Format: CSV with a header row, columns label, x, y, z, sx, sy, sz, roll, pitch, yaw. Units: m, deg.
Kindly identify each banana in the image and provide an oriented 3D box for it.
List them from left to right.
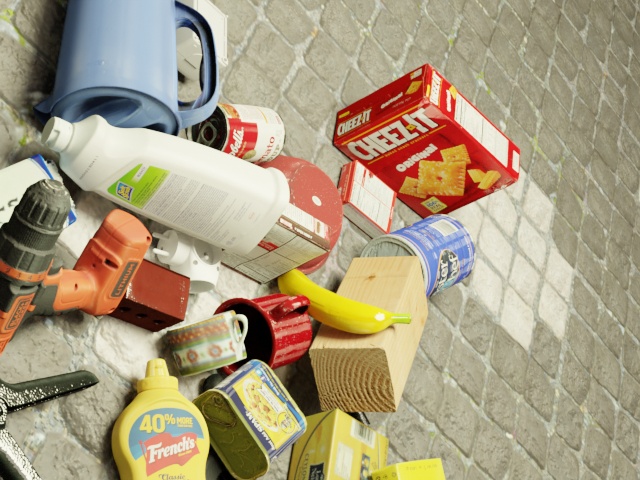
label,x,y,z,sx,sy,sz,roll,pitch,yaw
banana,0.007,0.071,1.219,0.069,0.198,0.037,2,105,-49

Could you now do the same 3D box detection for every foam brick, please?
label,x,y,z,sx,sy,sz,roll,pitch,yaw
foam brick,-0.181,0.055,1.098,0.078,0.053,0.051,26,54,-38

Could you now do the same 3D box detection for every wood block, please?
label,x,y,z,sx,sy,sz,roll,pitch,yaw
wood block,0.062,0.107,1.271,0.205,0.091,0.090,-61,144,-57

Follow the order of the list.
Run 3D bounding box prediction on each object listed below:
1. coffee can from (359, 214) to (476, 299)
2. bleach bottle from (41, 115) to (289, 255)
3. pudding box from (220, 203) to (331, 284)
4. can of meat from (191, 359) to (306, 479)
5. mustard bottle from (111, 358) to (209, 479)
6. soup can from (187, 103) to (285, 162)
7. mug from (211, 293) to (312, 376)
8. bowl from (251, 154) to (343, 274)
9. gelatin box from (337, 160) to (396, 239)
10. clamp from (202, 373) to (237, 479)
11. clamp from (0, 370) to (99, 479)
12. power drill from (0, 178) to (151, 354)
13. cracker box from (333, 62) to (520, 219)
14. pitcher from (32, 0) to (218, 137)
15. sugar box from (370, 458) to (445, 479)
label,x,y,z,sx,sy,sz,roll,pitch,yaw
coffee can,0.131,0.028,1.429,0.140,0.103,0.103,-21,88,-52
bleach bottle,-0.160,-0.069,1.090,0.250,0.103,0.068,24,30,-31
pudding box,-0.058,0.001,1.218,0.089,0.114,0.039,29,49,-38
can of meat,-0.072,0.183,1.104,0.102,0.058,0.083,56,37,0
mustard bottle,-0.155,0.210,1.044,0.096,0.058,0.191,4,67,-28
soup can,-0.099,-0.128,1.270,0.102,0.069,0.068,-2,74,-50
mug,-0.056,0.096,1.176,0.093,0.117,0.081,54,31,17
bowl,-0.022,-0.042,1.327,0.161,0.055,0.162,24,55,-40
gelatin box,0.061,-0.055,1.449,0.089,0.030,0.073,37,49,-32
clamp,-0.101,0.225,1.120,0.120,0.039,0.171,41,41,-13
clamp,-0.288,0.164,0.930,0.209,0.036,0.164,26,46,-37
power drill,-0.233,0.018,0.960,0.057,0.185,0.187,40,21,17
cracker box,0.149,-0.128,1.479,0.213,0.164,0.072,36,46,-33
pitcher,-0.203,-0.216,1.141,0.149,0.145,0.243,24,52,-39
sugar box,0.115,0.337,1.193,0.093,0.048,0.176,6,64,-49
